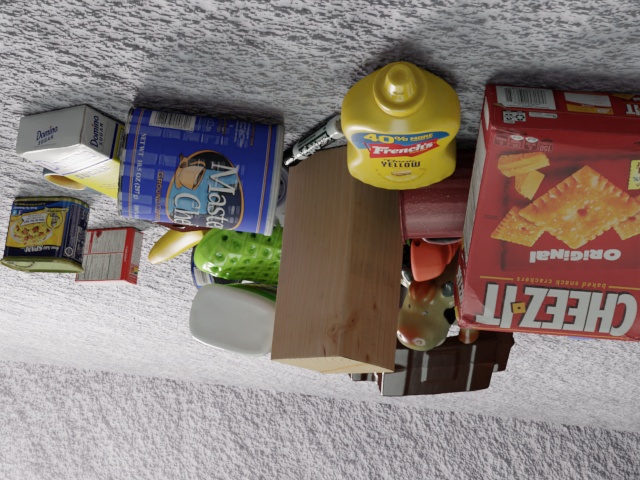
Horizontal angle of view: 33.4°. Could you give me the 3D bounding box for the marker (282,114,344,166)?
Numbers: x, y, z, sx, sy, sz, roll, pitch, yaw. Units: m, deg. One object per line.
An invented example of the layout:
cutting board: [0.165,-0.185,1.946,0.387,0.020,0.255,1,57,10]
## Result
marker: [-0.006,-0.091,0.996,0.020,0.020,0.121,12,164,-23]

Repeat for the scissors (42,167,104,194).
scissors: [-0.248,-0.055,1.232,0.096,0.016,0.201,4,166,12]

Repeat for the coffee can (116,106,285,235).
coffee can: [-0.108,-0.063,0.976,0.140,0.103,0.103,7,165,-5]

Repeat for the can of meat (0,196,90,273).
can of meat: [-0.338,-0.006,1.316,0.102,0.084,0.057,0,165,19]

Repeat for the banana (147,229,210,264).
banana: [-0.158,-0.007,1.294,0.037,0.069,0.198,55,156,-10]

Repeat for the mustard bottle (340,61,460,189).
mustard bottle: [0.066,-0.097,0.872,0.096,0.058,0.191,1,165,5]

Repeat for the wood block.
wood block: [0.021,0.021,1.046,0.091,0.206,0.090,-7,161,39]

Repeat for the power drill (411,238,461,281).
power drill: [0.190,0.014,1.071,0.188,0.184,0.057,7,126,19]

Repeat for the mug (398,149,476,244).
mug: [0.118,-0.036,1.008,0.081,0.093,0.117,-2,139,9]

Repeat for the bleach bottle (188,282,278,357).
bleach bottle: [-0.064,0.080,1.253,0.103,0.068,0.250,16,-173,12]

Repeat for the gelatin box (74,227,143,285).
gelatin box: [-0.282,0.023,1.429,0.089,0.073,0.030,-3,163,30]

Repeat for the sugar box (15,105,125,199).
sugar box: [-0.207,-0.079,1.067,0.093,0.048,0.176,-5,164,34]

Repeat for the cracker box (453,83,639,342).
cracker box: [0.205,-0.017,0.886,0.164,0.072,0.214,5,127,2]

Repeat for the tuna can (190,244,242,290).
tuna can: [-0.132,0.029,1.374,0.034,0.086,0.086,0,165,26]
